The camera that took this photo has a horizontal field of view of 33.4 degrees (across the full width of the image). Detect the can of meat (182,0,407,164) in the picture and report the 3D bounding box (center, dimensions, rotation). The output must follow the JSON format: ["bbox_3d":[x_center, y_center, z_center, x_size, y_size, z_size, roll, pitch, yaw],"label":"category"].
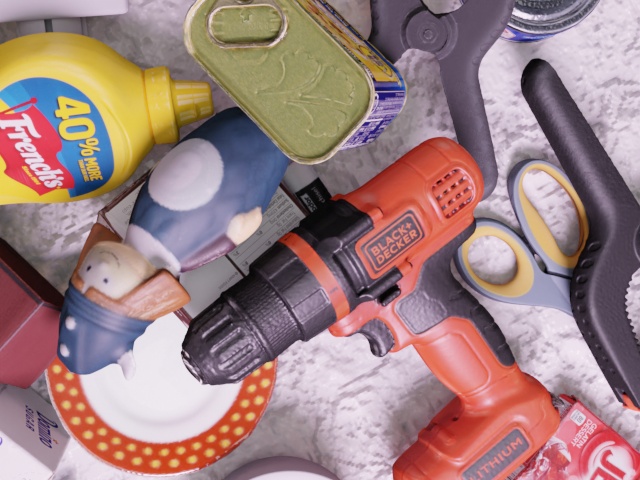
[{"bbox_3d":[-0.009,-0.090,0.546,0.102,0.083,0.057,46,109,7],"label":"can of meat"}]

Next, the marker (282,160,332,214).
[{"bbox_3d":[0.017,0.005,0.619,0.020,0.020,0.121,-35,97,-4],"label":"marker"}]

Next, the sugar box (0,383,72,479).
[{"bbox_3d":[-0.213,0.069,0.558,0.176,0.093,0.048,44,90,-7],"label":"sugar box"}]

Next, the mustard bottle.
[{"bbox_3d":[-0.151,-0.060,0.558,0.191,0.058,0.096,-9,133,-4],"label":"mustard bottle"}]

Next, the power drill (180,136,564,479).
[{"bbox_3d":[0.038,0.064,0.573,0.184,0.057,0.187,-36,116,-12],"label":"power drill"}]

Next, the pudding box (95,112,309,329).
[{"bbox_3d":[-0.054,0.001,0.589,0.090,0.039,0.113,-42,94,-14],"label":"pudding box"}]

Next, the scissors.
[{"bbox_3d":[0.146,0.051,0.639,0.096,0.016,0.202,-23,96,-8],"label":"scissors"}]

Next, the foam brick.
[{"bbox_3d":[-0.175,0.034,0.566,0.078,0.053,0.051,39,87,22],"label":"foam brick"}]

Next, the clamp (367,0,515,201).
[{"bbox_3d":[0.049,-0.111,0.588,0.120,0.039,0.171,7,103,0],"label":"clamp"}]
